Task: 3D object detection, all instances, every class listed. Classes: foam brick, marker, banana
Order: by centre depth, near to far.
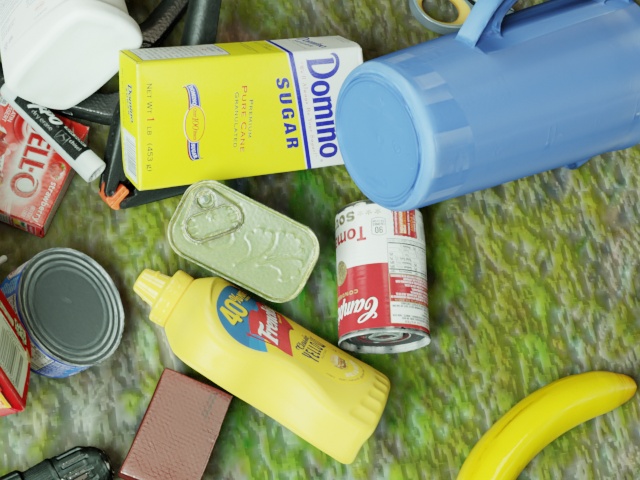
[{"bbox_3d":[-0.100,0.136,0.735,0.053,0.051,0.078,24,69,-5],"label":"foam brick"},{"bbox_3d":[-0.204,-0.090,0.772,0.121,0.020,0.020,44,68,5],"label":"marker"},{"bbox_3d":[0.159,0.152,0.798,0.197,0.037,0.069,-43,115,-18],"label":"banana"}]

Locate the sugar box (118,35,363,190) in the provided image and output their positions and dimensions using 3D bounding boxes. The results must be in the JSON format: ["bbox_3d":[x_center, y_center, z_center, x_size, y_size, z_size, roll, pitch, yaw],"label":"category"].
[{"bbox_3d":[-0.054,-0.094,0.768,0.176,0.048,0.093,-9,117,-24],"label":"sugar box"}]

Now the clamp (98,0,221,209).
[{"bbox_3d":[-0.080,-0.099,0.805,0.164,0.036,0.210,38,87,-26],"label":"clamp"}]

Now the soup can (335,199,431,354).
[{"bbox_3d":[0.046,0.027,0.795,0.068,0.069,0.102,2,71,-12],"label":"soup can"}]

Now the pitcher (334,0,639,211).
[{"bbox_3d":[0.134,-0.113,0.792,0.242,0.145,0.149,-20,86,-32],"label":"pitcher"}]

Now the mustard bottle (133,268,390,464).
[{"bbox_3d":[-0.046,0.077,0.747,0.191,0.096,0.058,31,110,0],"label":"mustard bottle"}]

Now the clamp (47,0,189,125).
[{"bbox_3d":[-0.136,-0.146,0.828,0.171,0.039,0.120,-14,76,-20],"label":"clamp"}]

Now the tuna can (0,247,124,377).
[{"bbox_3d":[-0.179,0.050,0.734,0.086,0.034,0.086,30,47,-38],"label":"tuna can"}]

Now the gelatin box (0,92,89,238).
[{"bbox_3d":[-0.220,-0.057,0.785,0.073,0.030,0.089,22,69,-5],"label":"gelatin box"}]

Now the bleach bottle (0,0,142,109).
[{"bbox_3d":[-0.204,-0.223,0.795,0.068,0.103,0.251,20,44,-47],"label":"bleach bottle"}]

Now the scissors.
[{"bbox_3d":[0.157,-0.173,0.916,0.096,0.016,0.202,-39,83,-19],"label":"scissors"}]

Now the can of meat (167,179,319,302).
[{"bbox_3d":[-0.055,0.001,0.767,0.102,0.084,0.057,26,88,-3],"label":"can of meat"}]
